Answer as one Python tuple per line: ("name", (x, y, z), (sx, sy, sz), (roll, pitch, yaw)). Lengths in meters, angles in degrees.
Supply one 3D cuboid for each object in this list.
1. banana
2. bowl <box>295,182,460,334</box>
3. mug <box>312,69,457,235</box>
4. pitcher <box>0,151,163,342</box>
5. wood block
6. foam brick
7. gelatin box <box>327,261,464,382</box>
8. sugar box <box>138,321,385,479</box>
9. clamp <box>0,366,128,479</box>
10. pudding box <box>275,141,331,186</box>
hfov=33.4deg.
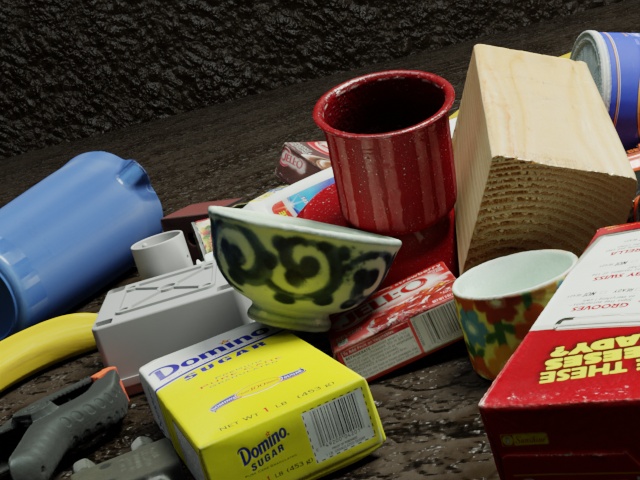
("banana", (-0.236, 0.096, 0.836), (0.197, 0.037, 0.070), (-27, 16, -40))
("bowl", (0.037, -0.002, 0.762), (0.162, 0.055, 0.162), (-9, 33, 6))
("mug", (0.045, -0.063, 0.722), (0.093, 0.081, 0.117), (-16, 33, -5))
("pitcher", (-0.273, 0.016, 1.055), (0.145, 0.149, 0.242), (5, 23, 20))
("wood block", (0.143, -0.053, 0.727), (0.090, 0.091, 0.206), (9, 28, 0))
("foam brick", (-0.115, -0.009, 1.093), (0.078, 0.053, 0.051), (-6, 16, 38))
("gelatin box", (0.048, 0.051, 0.667), (0.089, 0.030, 0.073), (-25, 14, 2))
("sugar box", (-0.041, 0.091, 0.602), (0.093, 0.048, 0.176), (-20, 15, -17))
("clamp", (-0.183, 0.123, 0.657), (0.120, 0.039, 0.171), (-10, 7, 19))
("pudding box", (0.028, -0.053, 0.981), (0.089, 0.039, 0.114), (-9, 38, -46))
